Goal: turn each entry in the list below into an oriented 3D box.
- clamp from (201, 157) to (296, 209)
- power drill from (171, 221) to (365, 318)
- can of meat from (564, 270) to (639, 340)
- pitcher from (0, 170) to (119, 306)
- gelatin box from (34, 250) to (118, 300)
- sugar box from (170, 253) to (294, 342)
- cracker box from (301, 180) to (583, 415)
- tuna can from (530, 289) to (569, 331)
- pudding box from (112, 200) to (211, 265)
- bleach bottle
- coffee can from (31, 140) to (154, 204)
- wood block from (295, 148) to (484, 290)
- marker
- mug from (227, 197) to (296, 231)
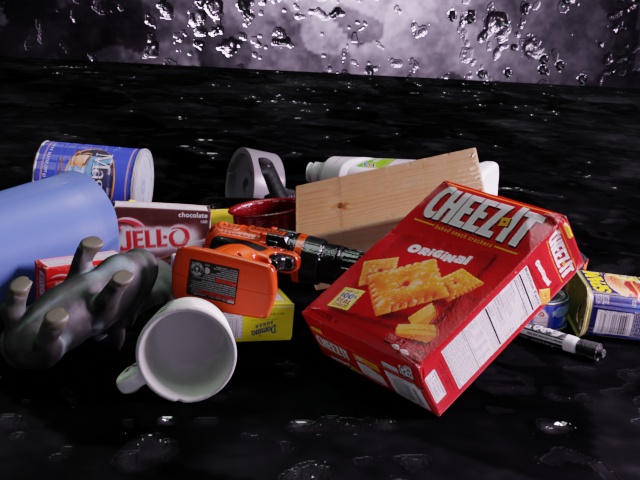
[{"bbox_3d":[-0.057,-0.053,1.401,0.171,0.039,0.120,15,-36,-37],"label":"clamp"},{"bbox_3d":[-0.052,0.028,1.060,0.184,0.057,0.187,9,10,15],"label":"power drill"},{"bbox_3d":[0.320,0.071,1.174,0.084,0.057,0.102,7,17,-1],"label":"can of meat"},{"bbox_3d":[-0.341,0.011,1.090,0.149,0.145,0.242,-28,-6,42],"label":"pitcher"},{"bbox_3d":[-0.238,0.052,1.061,0.089,0.073,0.030,-8,20,-37],"label":"gelatin box"},{"bbox_3d":[-0.098,0.058,1.130,0.093,0.048,0.176,0,14,-19],"label":"sugar box"},{"bbox_3d":[0.114,0.044,1.008,0.213,0.072,0.164,-43,37,-20],"label":"cracker box"},{"bbox_3d":[0.233,0.072,1.186,0.086,0.034,0.086,4,16,-1],"label":"tuna can"},{"bbox_3d":[-0.183,0.003,1.216,0.113,0.090,0.039,1,16,-12],"label":"pudding box"},{"bbox_3d":[0.104,-0.080,1.428,0.251,0.068,0.102,8,16,22],"label":"bleach bottle"},{"bbox_3d":[-0.306,-0.079,1.446,0.140,0.103,0.102,5,16,4],"label":"coffee can"},{"bbox_3d":[0.083,-0.023,1.186,0.206,0.090,0.091,-11,45,10],"label":"wood block"},{"bbox_3d":[0.239,0.101,1.113,0.121,0.020,0.020,16,20,35],"label":"marker"},{"bbox_3d":[-0.058,0.002,1.248,0.093,0.081,0.117,-6,14,-2],"label":"mug"}]
